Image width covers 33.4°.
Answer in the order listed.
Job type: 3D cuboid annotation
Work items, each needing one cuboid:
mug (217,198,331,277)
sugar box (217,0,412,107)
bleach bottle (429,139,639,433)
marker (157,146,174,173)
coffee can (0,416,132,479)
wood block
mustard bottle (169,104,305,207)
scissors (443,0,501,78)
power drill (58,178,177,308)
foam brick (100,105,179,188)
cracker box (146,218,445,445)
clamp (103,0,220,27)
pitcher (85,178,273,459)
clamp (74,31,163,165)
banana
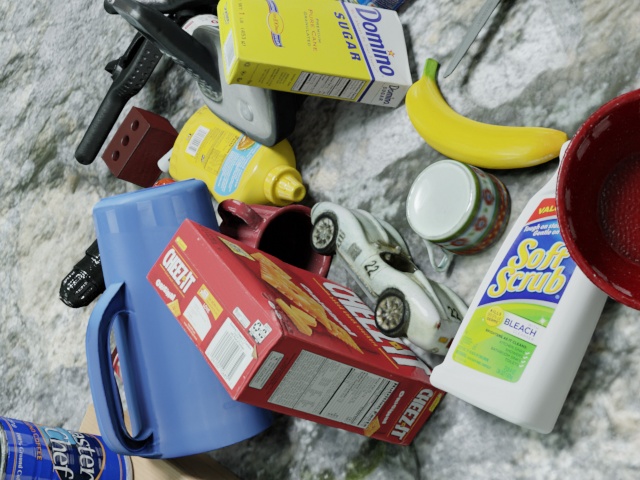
[{"bbox_3d":[-0.057,0.001,1.028,0.082,0.117,0.093,10,62,51],"label":"mug"},{"bbox_3d":[-0.005,-0.183,1.001,0.048,0.176,0.093,125,142,-55],"label":"sugar box"},{"bbox_3d":[0.179,0.016,0.827,0.103,0.068,0.251,21,87,44],"label":"bleach bottle"},{"bbox_3d":[-0.142,-0.120,1.224,0.121,0.020,0.020,-40,50,27],"label":"marker"},{"bbox_3d":[-0.261,0.222,0.989,0.103,0.140,0.103,-19,61,38],"label":"coffee can"},{"bbox_3d":[-0.158,0.246,1.048,0.206,0.090,0.091,21,90,47],"label":"wood block"},{"bbox_3d":[-0.080,-0.078,1.118,0.192,0.058,0.096,28,87,46],"label":"mustard bottle"},{"bbox_3d":[0.180,-0.231,0.945,0.096,0.016,0.202,15,82,43],"label":"scissors"},{"bbox_3d":[-0.173,0.022,1.132,0.188,0.057,0.184,24,66,43],"label":"power drill"},{"bbox_3d":[-0.212,-0.110,1.265,0.078,0.051,0.053,-55,45,13],"label":"foam brick"},{"bbox_3d":[-0.017,0.077,0.884,0.072,0.213,0.164,-55,45,11],"label":"cracker box"},{"bbox_3d":[-0.164,-0.276,1.240,0.172,0.120,0.039,-10,84,38],"label":"clamp"},{"bbox_3d":[-0.138,0.072,0.976,0.145,0.149,0.243,-13,94,-1],"label":"pitcher"},{"bbox_3d":[-0.231,-0.205,1.285,0.210,0.036,0.164,-43,31,41],"label":"clamp"},{"bbox_3d":[0.131,-0.102,0.936,0.198,0.037,0.070,42,105,45],"label":"banana"}]
